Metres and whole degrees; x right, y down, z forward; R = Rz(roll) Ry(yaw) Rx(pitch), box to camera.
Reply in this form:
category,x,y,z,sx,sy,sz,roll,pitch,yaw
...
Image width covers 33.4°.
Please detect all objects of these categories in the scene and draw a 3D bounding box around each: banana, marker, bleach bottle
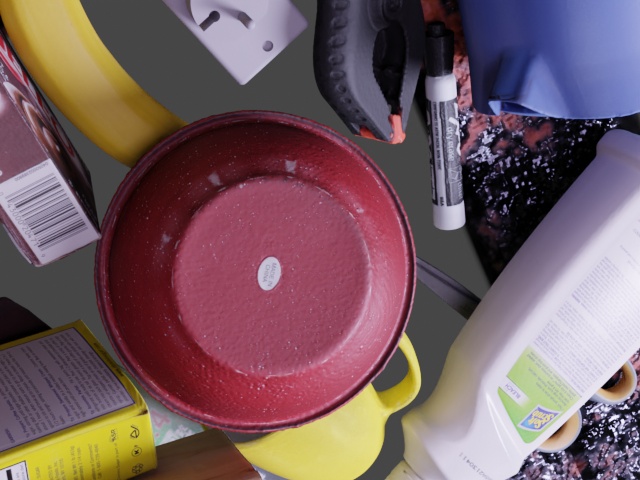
category,x,y,z,sx,sy,sz,roll,pitch,yaw
banana,-0.106,-0.088,0.532,0.069,0.037,0.197,-34,119,-10
marker,0.070,-0.064,0.606,0.020,0.020,0.121,-12,115,-11
bleach bottle,0.127,0.059,0.635,0.251,0.068,0.102,-47,115,1

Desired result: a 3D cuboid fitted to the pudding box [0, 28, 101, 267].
category,x,y,z,sx,sy,sz,roll,pitch,yaw
pudding box,-0.149,-0.054,0.508,0.039,0.090,0.113,-26,118,-2

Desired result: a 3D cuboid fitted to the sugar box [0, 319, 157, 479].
category,x,y,z,sx,sy,sz,roll,pitch,yaw
sugar box,-0.176,0.099,0.502,0.176,0.093,0.048,-19,123,-27

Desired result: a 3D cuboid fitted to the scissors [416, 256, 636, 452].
category,x,y,z,sx,sy,sz,roll,pitch,yaw
scissors,0.115,0.079,0.684,0.201,0.016,0.096,20,106,-23

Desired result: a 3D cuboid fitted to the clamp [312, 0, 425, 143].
category,x,y,z,sx,sy,sz,roll,pitch,yaw
clamp,0.017,-0.124,0.530,0.120,0.039,0.171,-25,122,-40

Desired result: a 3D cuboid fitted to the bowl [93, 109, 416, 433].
category,x,y,z,sx,sy,sz,roll,pitch,yaw
bowl,-0.026,0.016,0.506,0.162,0.055,0.162,0,91,-10
